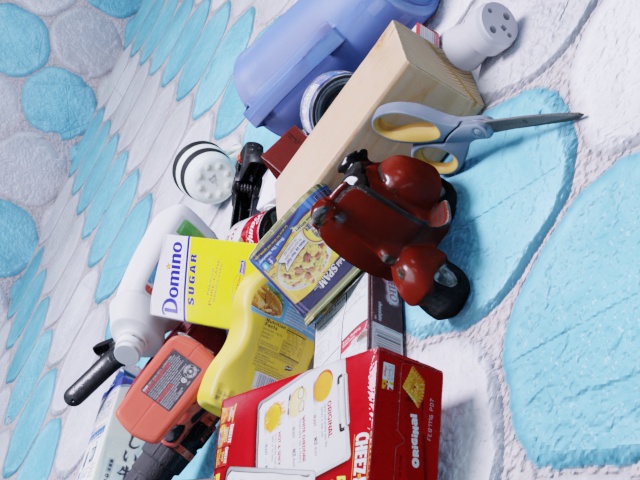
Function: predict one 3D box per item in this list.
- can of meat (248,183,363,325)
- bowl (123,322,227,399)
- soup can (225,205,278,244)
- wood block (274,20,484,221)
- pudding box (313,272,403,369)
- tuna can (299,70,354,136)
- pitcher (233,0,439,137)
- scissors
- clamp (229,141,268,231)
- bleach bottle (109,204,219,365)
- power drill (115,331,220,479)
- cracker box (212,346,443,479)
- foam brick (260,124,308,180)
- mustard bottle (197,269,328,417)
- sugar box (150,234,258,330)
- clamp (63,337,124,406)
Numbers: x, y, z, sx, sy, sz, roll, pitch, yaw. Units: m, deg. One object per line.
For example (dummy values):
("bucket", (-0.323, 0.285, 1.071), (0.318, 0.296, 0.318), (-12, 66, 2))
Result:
("can of meat", (-0.004, 0.011, 0.954), (0.102, 0.084, 0.057), (-47, -6, 20))
("bowl", (-0.157, 0.138, 1.236), (0.162, 0.055, 0.162), (-49, 8, 9))
("soup can", (-0.058, 0.001, 1.179), (0.102, 0.068, 0.068), (-18, 49, 62))
("wood block", (0.049, -0.087, 1.001), (0.206, 0.090, 0.091), (-52, 23, 26))
("pudding box", (0.031, 0.092, 0.908), (0.090, 0.039, 0.113), (-49, 23, 36))
("tuna can", (0.024, -0.135, 1.124), (0.086, 0.086, 0.034), (-62, 22, 3))
("pitcher", (0.014, -0.221, 1.189), (0.243, 0.144, 0.149), (-39, 51, 43))
("scissors", (0.133, -0.081, 0.877), (0.202, 0.096, 0.016), (10, 62, 37))
("clamp", (-0.096, -0.059, 1.367), (0.210, 0.036, 0.165), (-104, 28, -69))
("bleach bottle", (-0.184, 0.061, 1.246), (0.068, 0.102, 0.250), (-28, 24, 25))
("power drill", (-0.150, 0.180, 1.066), (0.184, 0.057, 0.188), (-55, -12, -17))
("cracker box", (-0.003, 0.185, 0.791), (0.214, 0.072, 0.164), (-26, 51, 50))
("foam brick", (-0.014, -0.073, 1.126), (0.053, 0.051, 0.078), (-43, 58, -6))
("mustard bottle", (-0.042, 0.082, 1.007), (0.058, 0.096, 0.191), (-17, 50, 58))
("sugar box", (-0.103, 0.046, 1.118), (0.177, 0.048, 0.093), (5, 81, 40))
("clamp", (-0.248, 0.140, 1.318), (0.172, 0.039, 0.120), (-35, 23, 34))
